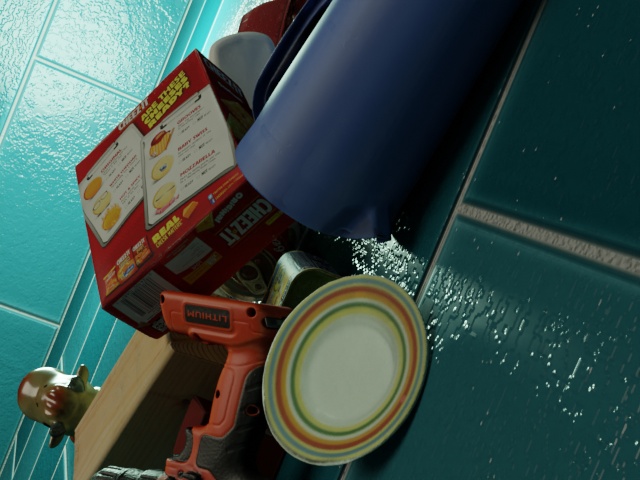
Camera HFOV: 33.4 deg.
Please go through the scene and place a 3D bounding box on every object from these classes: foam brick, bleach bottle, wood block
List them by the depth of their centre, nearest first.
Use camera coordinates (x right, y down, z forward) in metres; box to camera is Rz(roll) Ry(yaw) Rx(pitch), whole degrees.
[{"bbox_3d":[-0.074,0.168,0.869,0.051,0.078,0.053,-66,16,1],"label":"foam brick"},{"bbox_3d":[-0.140,0.147,0.955,0.206,0.090,0.090,-55,29,30],"label":"wood block"},{"bbox_3d":[-0.102,-0.151,1.130,0.251,0.068,0.102,-174,73,-74],"label":"bleach bottle"}]

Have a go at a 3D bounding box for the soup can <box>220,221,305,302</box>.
[{"bbox_3d":[-0.057,0.001,1.007,0.069,0.068,0.102,-56,7,36],"label":"soup can"}]

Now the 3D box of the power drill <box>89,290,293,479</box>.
[{"bbox_3d":[-0.092,0.134,0.801,0.185,0.057,0.187,5,87,29],"label":"power drill"}]

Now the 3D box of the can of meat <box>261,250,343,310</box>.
[{"bbox_3d":[-0.018,0.064,0.859,0.102,0.057,0.084,-67,15,6],"label":"can of meat"}]

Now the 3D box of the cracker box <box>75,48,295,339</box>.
[{"bbox_3d":[-0.120,-0.043,0.907,0.164,0.072,0.214,-41,38,13],"label":"cracker box"}]

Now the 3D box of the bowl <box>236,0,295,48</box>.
[{"bbox_3d":[-0.070,-0.209,1.227,0.162,0.055,0.162,-173,95,-89],"label":"bowl"}]

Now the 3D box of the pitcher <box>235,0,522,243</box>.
[{"bbox_3d":[0.044,-0.132,0.776,0.243,0.149,0.145,-58,3,22],"label":"pitcher"}]
